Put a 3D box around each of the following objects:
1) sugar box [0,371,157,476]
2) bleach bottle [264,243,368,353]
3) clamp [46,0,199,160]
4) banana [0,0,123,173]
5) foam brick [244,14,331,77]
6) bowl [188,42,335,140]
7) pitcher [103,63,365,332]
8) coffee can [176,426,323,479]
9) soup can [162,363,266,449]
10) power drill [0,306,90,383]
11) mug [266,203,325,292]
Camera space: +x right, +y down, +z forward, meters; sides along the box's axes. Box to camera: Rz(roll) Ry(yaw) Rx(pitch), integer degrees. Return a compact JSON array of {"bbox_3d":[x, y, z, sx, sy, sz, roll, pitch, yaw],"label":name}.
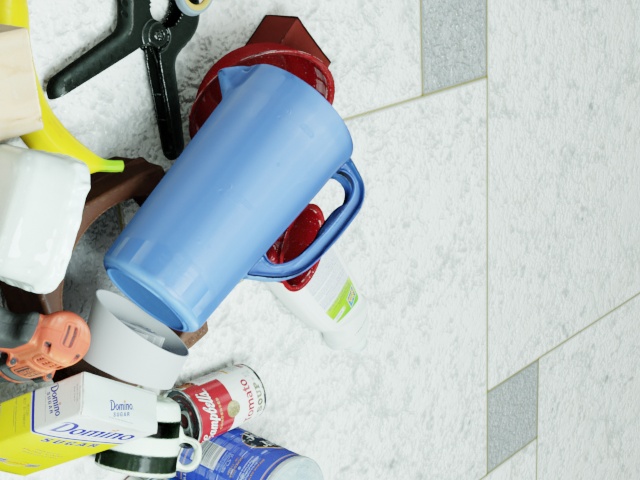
[{"bbox_3d":[-0.244,0.171,0.971,0.093,0.176,0.048,28,51,-48],"label":"sugar box"},{"bbox_3d":[-0.005,0.062,1.287,0.102,0.068,0.250,-53,137,-22],"label":"bleach bottle"},{"bbox_3d":[-0.176,-0.198,1.039,0.164,0.036,0.210,17,86,-47],"label":"clamp"},{"bbox_3d":[-0.253,-0.133,0.955,0.069,0.037,0.198,-35,109,-26],"label":"banana"},{"bbox_3d":[-0.037,-0.205,1.180,0.078,0.053,0.051,47,66,-43],"label":"foam brick"},{"bbox_3d":[-0.068,-0.153,1.119,0.162,0.055,0.162,-17,145,-13],"label":"bowl"},{"bbox_3d":[-0.079,-0.030,0.993,0.242,0.149,0.145,-53,145,-19],"label":"pitcher"},{"bbox_3d":[-0.081,0.271,1.203,0.102,0.141,0.103,-16,113,-44],"label":"coffee can"},{"bbox_3d":[-0.119,0.183,1.191,0.102,0.069,0.068,-17,113,-45],"label":"soup can"},{"bbox_3d":[-0.308,0.067,0.901,0.187,0.185,0.057,27,61,-30],"label":"power drill"},{"bbox_3d":[-0.057,0.001,1.091,0.117,0.082,0.093,-25,125,-58],"label":"mug"}]
